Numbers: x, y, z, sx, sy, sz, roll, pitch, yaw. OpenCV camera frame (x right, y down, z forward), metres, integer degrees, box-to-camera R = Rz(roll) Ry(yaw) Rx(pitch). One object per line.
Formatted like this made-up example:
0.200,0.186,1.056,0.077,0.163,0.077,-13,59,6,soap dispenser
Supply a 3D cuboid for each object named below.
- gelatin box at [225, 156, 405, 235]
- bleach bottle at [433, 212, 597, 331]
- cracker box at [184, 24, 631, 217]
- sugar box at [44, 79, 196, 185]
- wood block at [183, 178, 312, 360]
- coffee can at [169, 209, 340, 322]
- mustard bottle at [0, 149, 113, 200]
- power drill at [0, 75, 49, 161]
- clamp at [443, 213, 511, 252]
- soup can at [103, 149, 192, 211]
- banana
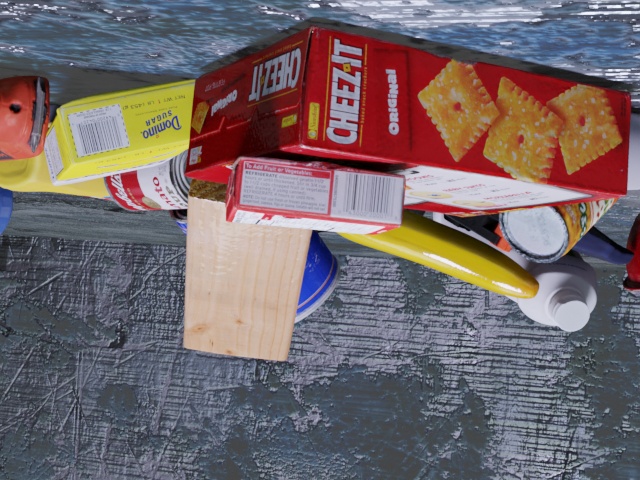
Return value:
-0.005,-0.023,0.569,0.089,0.030,0.073,6,176,-7,gelatin box
0.179,0.012,0.971,0.102,0.068,0.251,4,-158,-9,bleach bottle
0.049,-0.064,0.637,0.213,0.072,0.164,7,174,-27,cracker box
-0.144,-0.073,0.762,0.093,0.048,0.176,-13,180,-17,sugar box
-0.055,0.001,0.836,0.090,0.090,0.206,8,143,-2,wood block
-0.059,-0.001,0.990,0.103,0.102,0.140,1,134,47,coffee can
-0.215,-0.067,1.005,0.096,0.058,0.191,15,-175,40,mustard bottle
-0.286,-0.091,0.686,0.185,0.057,0.187,1,176,42,power drill
0.112,-0.034,0.890,0.120,0.039,0.171,20,-173,-15,clamp
-0.134,-0.061,0.939,0.068,0.068,0.102,7,175,-44,soup can
0.082,0.005,0.869,0.197,0.037,0.069,18,-156,-14,banana
